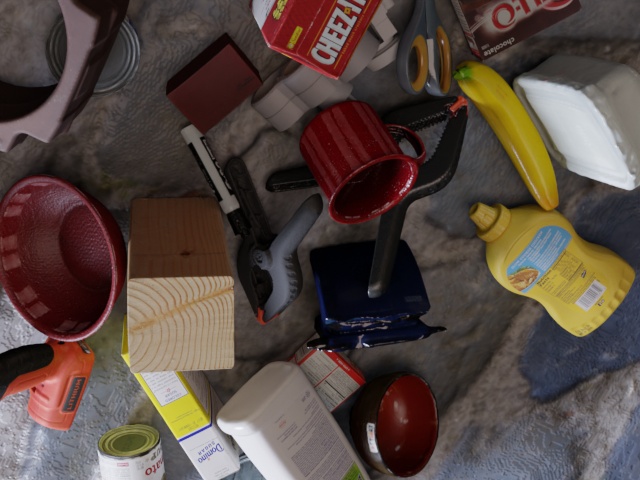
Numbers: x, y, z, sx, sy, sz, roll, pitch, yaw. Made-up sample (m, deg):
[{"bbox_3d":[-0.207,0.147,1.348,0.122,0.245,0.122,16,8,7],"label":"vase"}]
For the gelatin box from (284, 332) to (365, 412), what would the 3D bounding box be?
[{"bbox_3d":[-0.008,0.153,1.152,0.089,0.030,0.073,-42,113,9],"label":"gelatin box"}]

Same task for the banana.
[{"bbox_3d":[0.183,-0.114,1.062,0.037,0.069,0.197,-17,129,38],"label":"banana"}]

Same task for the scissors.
[{"bbox_3d":[0.089,-0.226,1.001,0.016,0.096,0.202,5,121,36],"label":"scissors"}]

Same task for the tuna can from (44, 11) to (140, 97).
[{"bbox_3d":[-0.210,-0.178,0.988,0.086,0.034,0.086,-3,112,-8],"label":"tuna can"}]

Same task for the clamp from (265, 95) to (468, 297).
[{"bbox_3d":[0.072,-0.056,1.049,0.210,0.036,0.164,-37,75,0],"label":"clamp"}]

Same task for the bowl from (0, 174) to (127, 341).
[{"bbox_3d":[-0.238,0.012,1.022,0.162,0.055,0.162,9,107,31],"label":"bowl"}]

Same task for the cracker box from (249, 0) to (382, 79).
[{"bbox_3d":[0.011,-0.240,0.902,0.072,0.214,0.164,24,105,-17],"label":"cracker box"}]

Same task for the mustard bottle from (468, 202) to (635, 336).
[{"bbox_3d":[0.232,0.017,1.123,0.191,0.058,0.096,33,106,-19],"label":"mustard bottle"}]

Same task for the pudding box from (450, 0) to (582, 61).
[{"bbox_3d":[0.183,-0.239,1.025,0.113,0.039,0.090,-27,113,2],"label":"pudding box"}]

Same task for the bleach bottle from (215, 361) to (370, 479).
[{"bbox_3d":[-0.004,0.251,1.121,0.102,0.068,0.250,-44,115,-30],"label":"bleach bottle"}]

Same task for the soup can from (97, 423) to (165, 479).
[{"bbox_3d":[-0.199,0.256,1.141,0.068,0.068,0.102,-6,111,-7],"label":"soup can"}]

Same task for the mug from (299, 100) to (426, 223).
[{"bbox_3d":[0.042,-0.079,0.997,0.117,0.081,0.093,-19,149,-19],"label":"mug"}]

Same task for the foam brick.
[{"bbox_3d":[-0.101,-0.148,1.009,0.078,0.051,0.053,-38,113,7],"label":"foam brick"}]

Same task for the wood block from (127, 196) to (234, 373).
[{"bbox_3d":[-0.132,0.034,0.990,0.090,0.206,0.090,-1,111,-8],"label":"wood block"}]

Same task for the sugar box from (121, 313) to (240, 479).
[{"bbox_3d":[-0.143,0.156,1.097,0.048,0.093,0.176,-25,112,3],"label":"sugar box"}]

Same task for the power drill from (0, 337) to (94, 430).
[{"bbox_3d":[-0.315,0.161,1.030,0.057,0.187,0.184,32,108,26],"label":"power drill"}]

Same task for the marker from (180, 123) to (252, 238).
[{"bbox_3d":[-0.100,-0.057,1.037,0.020,0.020,0.121,-28,90,2],"label":"marker"}]

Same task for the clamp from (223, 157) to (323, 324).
[{"bbox_3d":[-0.057,0.001,1.066,0.039,0.120,0.172,-20,136,-40],"label":"clamp"}]
